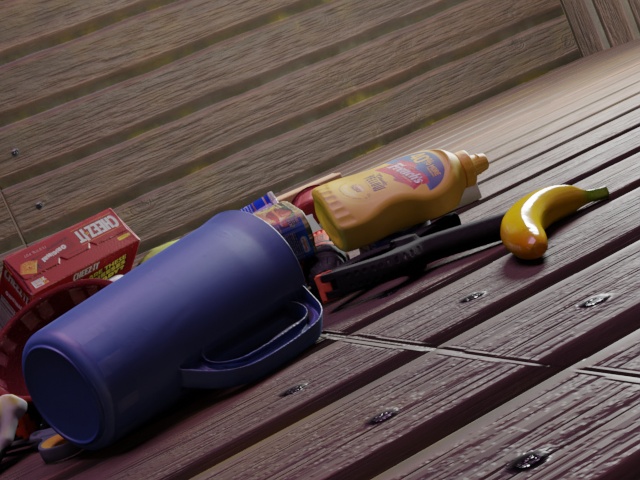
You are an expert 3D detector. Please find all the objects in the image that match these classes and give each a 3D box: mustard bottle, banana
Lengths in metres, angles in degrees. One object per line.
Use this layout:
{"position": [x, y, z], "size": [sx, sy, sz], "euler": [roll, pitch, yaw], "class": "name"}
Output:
{"position": [0.093, -0.053, 1.152], "size": [0.191, 0.058, 0.096], "euler": [-20, 34, -10], "class": "mustard bottle"}
{"position": [0.198, -0.021, 0.960], "size": [0.070, 0.037, 0.197], "euler": [-17, 9, 35], "class": "banana"}

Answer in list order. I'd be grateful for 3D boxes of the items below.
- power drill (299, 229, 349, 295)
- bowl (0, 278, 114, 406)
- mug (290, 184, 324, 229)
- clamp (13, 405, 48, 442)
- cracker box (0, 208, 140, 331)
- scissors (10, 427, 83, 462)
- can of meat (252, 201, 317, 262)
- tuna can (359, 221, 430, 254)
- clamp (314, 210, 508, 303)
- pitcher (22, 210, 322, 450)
{"position": [-0.055, 0.051, 1.183], "size": [0.187, 0.057, 0.184], "euler": [-21, 9, 4], "class": "power drill"}
{"position": [-0.249, 0.113, 1.063], "size": [0.162, 0.055, 0.162], "euler": [-16, 39, 13], "class": "bowl"}
{"position": [-0.012, -0.021, 1.479], "size": [0.117, 0.093, 0.081], "euler": [-26, 11, 8], "class": "mug"}
{"position": [-0.317, 0.181, 1.100], "size": [0.120, 0.039, 0.172], "euler": [-33, 17, -36], "class": "clamp"}
{"position": [-0.331, 0.073, 1.365], "size": [0.163, 0.072, 0.214], "euler": [-31, -21, -38], "class": "cracker box"}
{"position": [-0.255, 0.184, 0.954], "size": [0.202, 0.016, 0.096], "euler": [-20, 7, 23], "class": "scissors"}
{"position": [-0.057, 0.001, 1.137], "size": [0.084, 0.057, 0.102], "euler": [-24, 18, -11], "class": "can of meat"}
{"position": [0.081, -0.009, 1.183], "size": [0.086, 0.034, 0.086], "euler": [-14, 23, 6], "class": "tuna can"}
{"position": [0.090, 0.011, 1.076], "size": [0.209, 0.036, 0.165], "euler": [-21, 5, -11], "class": "clamp"}
{"position": [-0.124, 0.079, 0.919], "size": [0.149, 0.145, 0.242], "euler": [-32, 1, 45], "class": "pitcher"}
